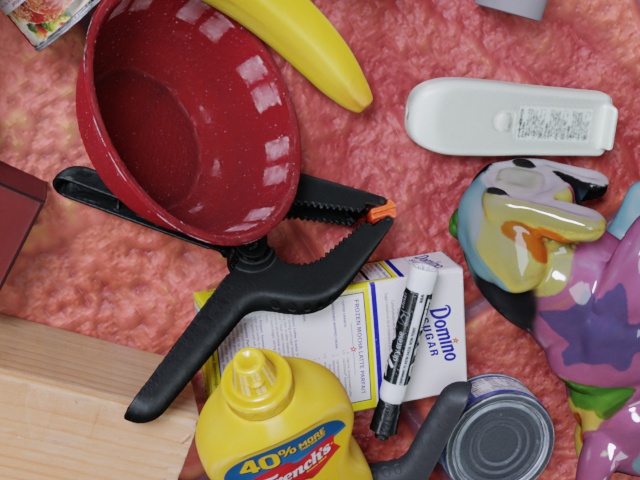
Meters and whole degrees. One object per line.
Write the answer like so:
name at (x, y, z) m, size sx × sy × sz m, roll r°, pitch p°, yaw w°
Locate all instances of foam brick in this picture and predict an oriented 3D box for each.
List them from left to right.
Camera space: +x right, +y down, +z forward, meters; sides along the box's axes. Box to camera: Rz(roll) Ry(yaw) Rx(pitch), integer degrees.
foam brick at (-0.203, -0.006, 0.637) m, size 0.051 × 0.053 × 0.078 m, roll 26°, pitch 100°, yaw -19°

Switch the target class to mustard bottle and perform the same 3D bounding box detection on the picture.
mustard bottle at (-0.025, 0.121, 0.651) m, size 0.096 × 0.058 × 0.191 m, roll -22°, pitch 142°, yaw -6°

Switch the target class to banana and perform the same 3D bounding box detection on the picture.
banana at (-0.041, -0.134, 0.621) m, size 0.037 × 0.069 × 0.197 m, roll -22°, pitch 151°, yaw 36°

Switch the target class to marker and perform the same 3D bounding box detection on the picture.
marker at (0.053, 0.074, 0.694) m, size 0.020 × 0.020 × 0.121 m, roll 9°, pitch 105°, yaw -16°

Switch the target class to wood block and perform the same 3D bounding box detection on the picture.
wood block at (-0.189, 0.105, 0.656) m, size 0.205 × 0.090 × 0.091 m, roll 17°, pitch 103°, yaw -18°

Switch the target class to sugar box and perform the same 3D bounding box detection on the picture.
sugar box at (0.009, 0.068, 0.715) m, size 0.176 × 0.048 × 0.093 m, roll -9°, pitch 109°, yaw -14°

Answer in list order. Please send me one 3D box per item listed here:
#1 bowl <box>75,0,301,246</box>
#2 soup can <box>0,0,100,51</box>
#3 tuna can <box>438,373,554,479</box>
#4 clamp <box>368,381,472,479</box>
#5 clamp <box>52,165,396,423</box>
bowl at (-0.085, -0.068, 0.617) m, size 0.055 × 0.162 × 0.162 m, roll -20°, pitch 118°, yaw 38°
soup can at (-0.167, -0.165, 0.588) m, size 0.068 × 0.068 × 0.102 m, roll -41°, pitch 111°, yaw 1°
tuna can at (0.124, 0.142, 0.771) m, size 0.086 × 0.034 × 0.086 m, roll -4°, pitch 108°, yaw -12°
clamp at (0.076, 0.184, 0.743) m, size 0.120 × 0.039 × 0.172 m, roll 47°, pitch 114°, yaw -2°
clamp at (-0.054, 0.001, 0.664) m, size 0.209 × 0.036 × 0.164 m, roll -22°, pitch 75°, yaw -21°
